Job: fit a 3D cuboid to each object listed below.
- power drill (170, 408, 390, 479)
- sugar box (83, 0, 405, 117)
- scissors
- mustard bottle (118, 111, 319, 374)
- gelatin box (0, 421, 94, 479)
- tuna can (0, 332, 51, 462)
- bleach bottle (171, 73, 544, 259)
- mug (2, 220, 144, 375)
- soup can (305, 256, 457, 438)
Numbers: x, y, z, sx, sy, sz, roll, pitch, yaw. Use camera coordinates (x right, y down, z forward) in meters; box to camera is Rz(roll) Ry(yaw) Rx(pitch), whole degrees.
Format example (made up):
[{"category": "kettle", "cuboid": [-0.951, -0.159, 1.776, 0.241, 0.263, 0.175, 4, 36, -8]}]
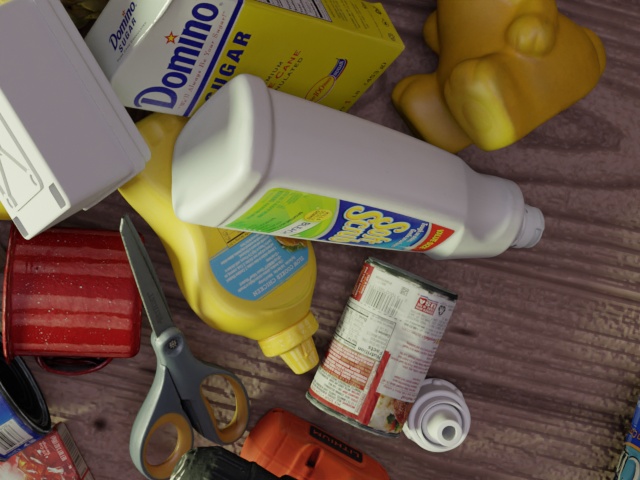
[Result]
[{"category": "power drill", "cuboid": [-0.008, 0.161, 0.648, 0.184, 0.188, 0.057, 33, 93, -9]}, {"category": "sugar box", "cuboid": [-0.043, -0.111, 0.625, 0.093, 0.175, 0.048, -46, 59, 34]}, {"category": "scissors", "cuboid": [-0.104, 0.080, 0.657, 0.096, 0.016, 0.201, -46, 136, -15]}, {"category": "mustard bottle", "cuboid": [-0.055, 0.001, 0.685, 0.096, 0.058, 0.191, -37, 100, -41]}, {"category": "gelatin box", "cuboid": [-0.186, 0.178, 0.712, 0.073, 0.030, 0.089, -27, 96, -2]}, {"category": "tuna can", "cuboid": [-0.207, 0.095, 0.676, 0.033, 0.086, 0.086, -31, 97, -3]}, {"category": "bleach bottle", "cuboid": [0.041, -0.031, 0.655, 0.250, 0.103, 0.068, 10, 66, -30]}, {"category": "mug", "cuboid": [-0.155, 0.042, 0.681, 0.081, 0.093, 0.117, 3, 126, -10]}, {"category": "soup can", "cuboid": [0.041, 0.069, 0.704, 0.068, 0.068, 0.102, 23, 92, -7]}]
